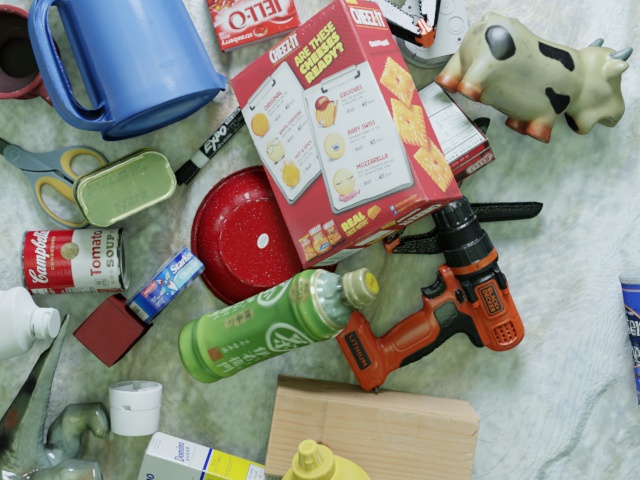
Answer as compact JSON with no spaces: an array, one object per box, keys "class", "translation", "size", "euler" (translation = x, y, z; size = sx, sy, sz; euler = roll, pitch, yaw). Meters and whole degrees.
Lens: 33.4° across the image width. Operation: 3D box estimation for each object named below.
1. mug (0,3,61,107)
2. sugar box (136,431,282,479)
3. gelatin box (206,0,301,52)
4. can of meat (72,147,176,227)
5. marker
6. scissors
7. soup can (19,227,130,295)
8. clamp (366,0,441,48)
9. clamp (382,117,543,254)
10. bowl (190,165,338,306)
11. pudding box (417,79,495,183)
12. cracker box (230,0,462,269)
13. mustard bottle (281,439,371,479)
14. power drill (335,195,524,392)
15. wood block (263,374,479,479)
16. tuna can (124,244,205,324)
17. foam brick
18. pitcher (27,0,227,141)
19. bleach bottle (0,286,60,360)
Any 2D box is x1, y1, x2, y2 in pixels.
[{"class":"mug","translation":[-0.303,-0.178,1.085],"size":[0.117,0.081,0.093],"euler":[42,91,-2]},{"class":"sugar box","translation":[-0.105,0.269,1.114],"size":[0.176,0.048,0.093],"euler":[20,118,0]},{"class":"gelatin box","translation":[-0.071,-0.243,1.111],"size":[0.089,0.030,0.073],"euler":[-16,93,0]},{"class":"can of meat","translation":[-0.198,-0.054,1.082],"size":[0.102,0.084,0.057],"euler":[-26,100,-10]},{"class":"marker","translation":[-0.110,-0.104,1.123],"size":[0.020,0.020,0.121],"euler":[44,92,-3]},{"class":"scissors","translation":[-0.303,-0.099,1.122],"size":[0.096,0.016,0.202],"euler":[-43,92,0]},{"class":"soup can","translation":[-0.252,0.021,1.103],"size":[0.102,0.068,0.068],"euler":[-2,93,-1]},{"class":"clamp","translation":[0.070,-0.287,1.077],"size":[0.164,0.036,0.210],"euler":[-33,68,-1]},{"class":"clamp","translation":[0.135,-0.048,1.118],"size":[0.171,0.039,0.120],"euler":[-25,93,0]},{"class":"bowl","translation":[-0.057,0.001,1.111],"size":[0.162,0.055,0.162],"euler":[0,92,-1]},{"class":"pudding box","translation":[0.111,-0.101,1.085],"size":[0.090,0.039,0.113],"euler":[-32,51,0]},{"class":"cracker box","translation":[0.021,-0.102,1.041],"size":[0.164,0.071,0.214],"euler":[-30,76,36]},{"class":"mustard bottle","translation":[0.009,0.263,1.042],"size":[0.096,0.058,0.191],"euler":[-9,127,9]},{"class":"power drill","translation":[0.100,0.059,1.099],"size":[0.187,0.057,0.184],"euler":[-25,105,4]},{"class":"wood block","translation":[0.051,0.203,1.104],"size":[0.206,0.090,0.091],"euler":[9,94,-1]},{"class":"tuna can","translation":[-0.159,0.046,1.096],"size":[0.086,0.086,0.034],"euler":[-45,94,1]},{"class":"foam brick","translation":[-0.212,0.091,1.102],"size":[0.051,0.078,0.053],"euler":[44,91,-1]},{"class":"pitcher","translation":[-0.207,-0.226,1.058],"size":[0.145,0.149,0.243],"euler":[-23,90,10]},{"class":"bleach bottle","translation":[-0.387,0.068,1.081],"size":[0.251,0.068,0.102],"euler":[3,95,10]}]
